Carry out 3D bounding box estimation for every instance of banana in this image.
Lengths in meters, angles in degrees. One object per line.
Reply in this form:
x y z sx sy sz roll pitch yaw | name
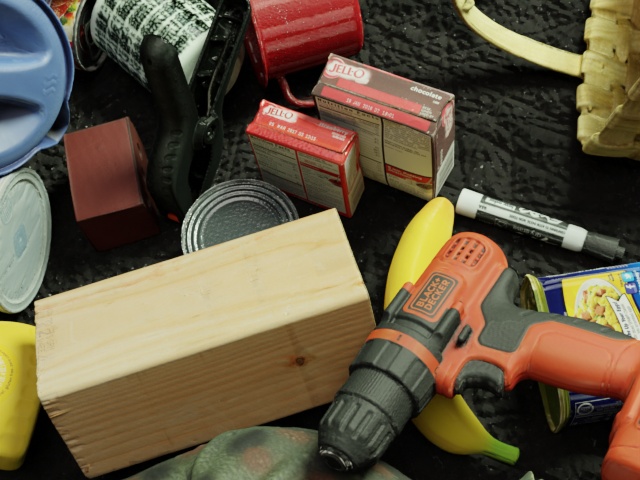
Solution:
0.076 0.062 0.727 0.069 0.037 0.198 -4 65 -15 | banana

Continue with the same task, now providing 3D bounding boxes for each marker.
0.156 -0.010 0.757 0.121 0.020 0.020 19 69 14 | marker

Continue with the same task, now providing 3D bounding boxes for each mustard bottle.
-0.278 0.083 0.704 0.191 0.058 0.096 16 58 -11 | mustard bottle

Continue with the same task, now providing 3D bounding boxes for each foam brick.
-0.153 -0.041 0.786 0.051 0.053 0.078 -14 66 -1 | foam brick

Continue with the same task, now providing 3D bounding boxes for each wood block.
-0.071 0.067 0.695 0.206 0.091 0.090 -17 42 -2 | wood block

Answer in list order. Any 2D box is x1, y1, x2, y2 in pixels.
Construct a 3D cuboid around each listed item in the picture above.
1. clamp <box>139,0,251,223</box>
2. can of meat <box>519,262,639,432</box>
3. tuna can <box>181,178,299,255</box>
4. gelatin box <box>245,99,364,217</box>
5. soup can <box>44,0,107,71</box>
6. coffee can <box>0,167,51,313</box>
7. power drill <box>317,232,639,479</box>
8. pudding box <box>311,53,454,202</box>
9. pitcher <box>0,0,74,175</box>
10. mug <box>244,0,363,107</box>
-0.095 -0.083 0.741 0.039 0.171 0.120 22 26 23 | clamp
0.184 0.067 0.700 0.084 0.057 0.102 -9 65 0 | can of meat
-0.055 0.001 0.767 0.086 0.034 0.086 -2 66 5 | tuna can
-0.009 -0.058 0.758 0.073 0.089 0.030 21 70 15 | gelatin box
-0.223 -0.177 0.847 0.102 0.068 0.068 13 68 12 | soup can
-0.276 -0.006 0.756 0.140 0.103 0.103 5 66 8 | coffee can
0.112 0.086 0.612 0.188 0.057 0.184 22 55 26 | power drill
0.046 -0.077 0.748 0.090 0.113 0.039 22 71 15 | pudding box
-0.298 -0.141 0.757 0.144 0.149 0.243 -25 33 -34 | pitcher
-0.014 -0.160 0.813 0.081 0.093 0.117 -16 94 -7 | mug
